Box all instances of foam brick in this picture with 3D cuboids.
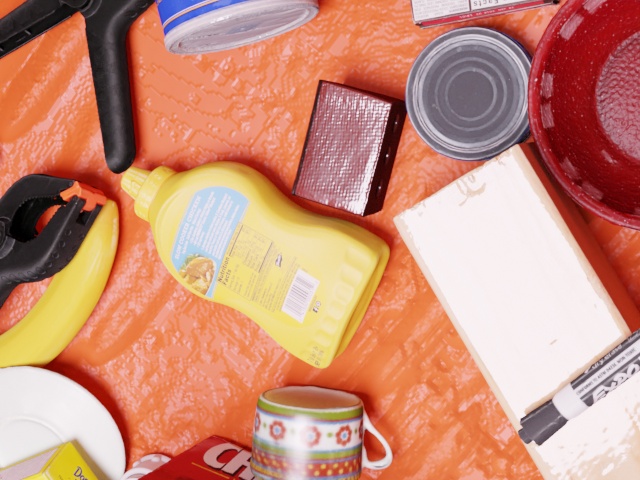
[{"bbox_3d":[0.021,-0.061,0.699,0.051,0.053,0.078,17,102,16],"label":"foam brick"}]

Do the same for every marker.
[{"bbox_3d":[0.158,0.074,0.589,0.121,0.020,0.020,-42,82,17],"label":"marker"}]

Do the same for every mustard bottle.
[{"bbox_3d":[-0.055,0.001,0.727,0.192,0.058,0.096,29,115,13],"label":"mustard bottle"}]

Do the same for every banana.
[{"bbox_3d":[-0.209,0.052,0.795,0.198,0.037,0.069,-39,83,18],"label":"banana"}]

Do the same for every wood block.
[{"bbox_3d":[0.141,0.050,0.651,0.090,0.090,0.206,-31,86,18],"label":"wood block"}]

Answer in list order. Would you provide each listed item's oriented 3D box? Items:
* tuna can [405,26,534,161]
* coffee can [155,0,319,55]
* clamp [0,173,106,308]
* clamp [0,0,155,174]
[{"bbox_3d":[0.098,-0.093,0.680,0.086,0.033,0.086,2,96,18],"label":"tuna can"},{"bbox_3d":[-0.067,-0.202,0.687,0.103,0.102,0.140,-15,91,19],"label":"coffee can"},{"bbox_3d":[-0.233,-0.005,0.784,0.172,0.039,0.120,-36,69,17],"label":"clamp"},{"bbox_3d":[-0.175,-0.172,0.760,0.165,0.036,0.210,23,100,14],"label":"clamp"}]
